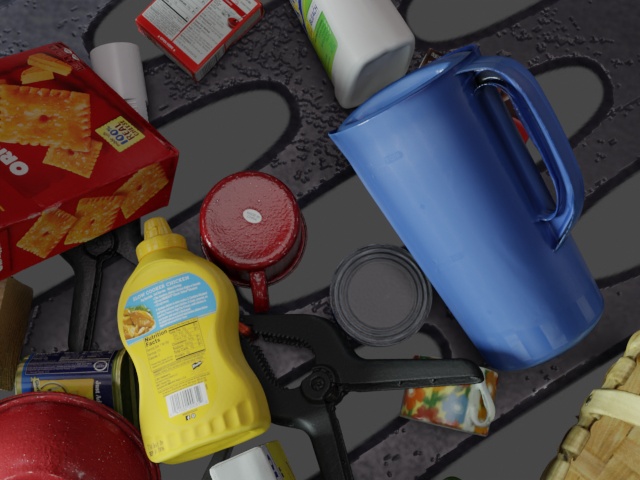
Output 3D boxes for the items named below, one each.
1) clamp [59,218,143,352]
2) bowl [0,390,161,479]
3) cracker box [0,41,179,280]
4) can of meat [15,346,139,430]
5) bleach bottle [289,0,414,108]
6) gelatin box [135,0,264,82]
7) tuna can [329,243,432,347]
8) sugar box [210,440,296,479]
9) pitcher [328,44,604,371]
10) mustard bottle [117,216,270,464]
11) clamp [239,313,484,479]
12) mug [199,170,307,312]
[{"bbox_3d":[-0.189,0.014,0.898,0.120,0.039,0.171,-32,80,-11],"label":"clamp"},{"bbox_3d":[-0.206,0.196,0.818,0.162,0.055,0.162,1,117,2],"label":"bowl"},{"bbox_3d":[-0.243,-0.062,0.822,0.213,0.072,0.164,-27,61,-39],"label":"cracker box"},{"bbox_3d":[-0.194,0.139,0.857,0.084,0.057,0.102,-2,104,1],"label":"can of meat"},{"bbox_3d":[-0.010,-0.243,0.921,0.068,0.103,0.251,-26,76,-14],"label":"bleach bottle"},{"bbox_3d":[-0.105,-0.196,0.937,0.073,0.030,0.089,42,82,7],"label":"gelatin box"},{"bbox_3d":[0.050,0.047,0.898,0.086,0.034,0.086,0,81,-1],"label":"tuna can"},{"bbox_3d":[-0.037,0.200,0.800,0.048,0.176,0.093,-23,82,-5],"label":"sugar box"},{"bbox_3d":[0.128,-0.024,0.833,0.145,0.149,0.243,-32,100,3],"label":"pitcher"},{"bbox_3d":[-0.108,0.070,0.834,0.096,0.058,0.192,-22,70,13],"label":"mustard bottle"},{"bbox_3d":[0.002,0.128,0.843,0.210,0.036,0.164,25,76,28],"label":"clamp"},{"bbox_3d":[-0.056,0.001,0.879,0.093,0.081,0.117,-4,81,-2],"label":"mug"}]
